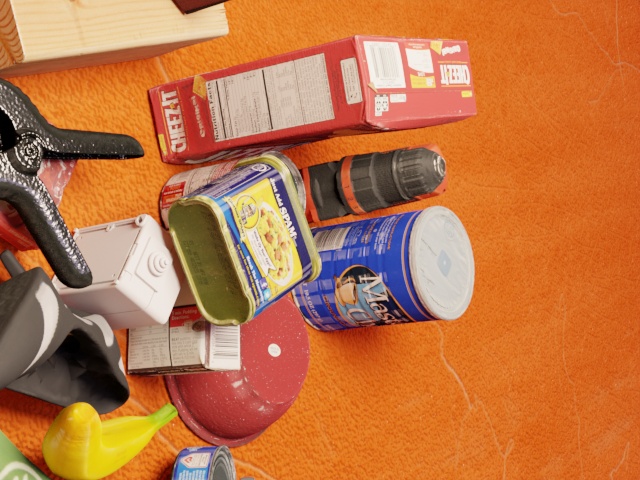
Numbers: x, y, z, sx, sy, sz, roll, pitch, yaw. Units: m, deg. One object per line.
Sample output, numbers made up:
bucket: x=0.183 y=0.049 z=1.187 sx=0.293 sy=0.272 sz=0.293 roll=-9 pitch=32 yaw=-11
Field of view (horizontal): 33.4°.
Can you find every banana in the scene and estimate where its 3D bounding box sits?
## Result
banana: x=-0.152 y=0.133 z=0.721 sx=0.069 sy=0.037 sz=0.197 roll=-51 pitch=171 yaw=-1

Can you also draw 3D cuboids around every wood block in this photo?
wood block: x=-0.172 y=-0.175 z=0.773 sx=0.205 sy=0.090 sz=0.091 roll=-22 pitch=101 yaw=-53

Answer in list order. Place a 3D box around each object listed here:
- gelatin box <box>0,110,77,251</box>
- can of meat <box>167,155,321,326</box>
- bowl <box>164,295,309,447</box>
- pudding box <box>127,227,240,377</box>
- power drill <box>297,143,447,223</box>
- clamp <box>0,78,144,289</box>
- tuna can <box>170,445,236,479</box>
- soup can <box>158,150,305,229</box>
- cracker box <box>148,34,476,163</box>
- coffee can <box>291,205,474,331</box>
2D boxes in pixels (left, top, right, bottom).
gelatin box: x=-0.213 y=-0.048 z=0.742 sx=0.073 sy=0.030 sz=0.089 roll=42 pitch=51 yaw=-39
can of meat: x=-0.055 y=0.001 z=0.765 sx=0.083 sy=0.058 sz=0.102 roll=-34 pitch=110 yaw=-49
bowl: x=-0.058 y=0.092 z=0.897 sx=0.161 sy=0.055 sz=0.162 roll=14 pitch=72 yaw=-50
pudding box: x=-0.105 y=0.045 z=0.814 sx=0.039 sy=0.090 sz=0.113 roll=13 pitch=73 yaw=-49
power drill: x=0.051 y=-0.055 z=0.980 sx=0.187 sy=0.185 sz=0.057 roll=-13 pitch=94 yaw=-63
clamp: x=-0.192 y=-0.061 z=0.712 sx=0.171 sy=0.039 sz=0.120 roll=47 pitch=47 yaw=-31
tuna can: x=-0.089 y=0.202 z=0.821 sx=0.086 sy=0.034 sz=0.086 roll=-3 pitch=90 yaw=-82
soup can: x=-0.072 y=-0.030 z=0.863 sx=0.068 sy=0.102 sz=0.068 roll=15 pitch=71 yaw=-51
cracker box: x=-0.005 y=-0.113 z=0.876 sx=0.163 sy=0.214 sz=0.072 roll=-12 pitch=94 yaw=-53
coffee can: x=0.057 y=0.029 z=0.988 sx=0.102 sy=0.141 sz=0.103 roll=15 pitch=71 yaw=-51
